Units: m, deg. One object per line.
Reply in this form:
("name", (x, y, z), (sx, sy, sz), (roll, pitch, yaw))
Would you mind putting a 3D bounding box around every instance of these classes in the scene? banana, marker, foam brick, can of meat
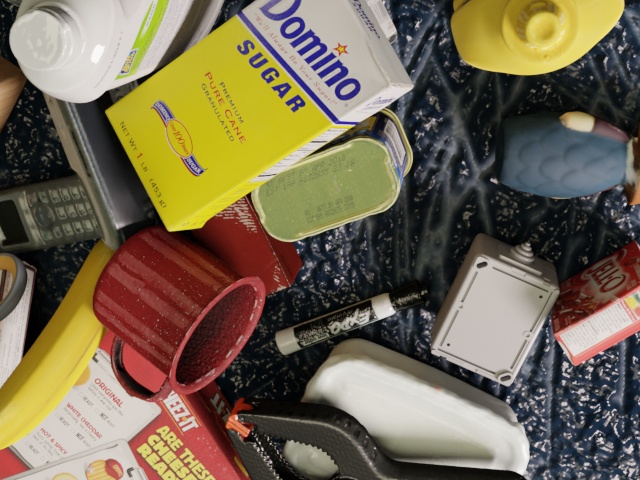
("banana", (-0.182, 0.069, 0.742), (0.070, 0.197, 0.037), (4, 143, 45))
("marker", (0.024, 0.056, 0.790), (0.121, 0.020, 0.020), (-22, 104, 15))
("foam brick", (-0.055, 0.001, 0.766), (0.051, 0.053, 0.078), (-22, 103, 15))
("can of meat", (0.008, -0.045, 0.724), (0.102, 0.084, 0.057), (-20, 104, 14))

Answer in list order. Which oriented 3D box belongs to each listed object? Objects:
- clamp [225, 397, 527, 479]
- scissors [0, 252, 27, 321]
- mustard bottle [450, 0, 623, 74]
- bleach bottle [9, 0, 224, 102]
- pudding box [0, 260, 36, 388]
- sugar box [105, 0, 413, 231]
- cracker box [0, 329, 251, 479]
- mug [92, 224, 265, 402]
("clamp", (0.031, 0.172, 0.751), (0.210, 0.036, 0.165), (41, 110, -5))
("scissors", (-0.269, 0.081, 0.756), (0.096, 0.016, 0.201), (9, 74, 25))
("mustard bottle", (0.124, -0.133, 0.619), (0.096, 0.191, 0.058), (-14, 105, 13))
("bleach bottle", (-0.114, -0.141, 0.623), (0.068, 0.250, 0.103), (24, 110, 0))
("pudding box", (-0.264, 0.071, 0.791), (0.090, 0.039, 0.113), (-5, 69, 22))
("sugar box", (-0.041, -0.088, 0.660), (0.176, 0.048, 0.093), (-32, 83, 25))
("cracker box", (-0.179, 0.158, 0.829), (0.214, 0.072, 0.164), (-29, 102, 16))
("mug", (-0.103, 0.053, 0.717), (0.082, 0.093, 0.117), (34, 105, 21))
